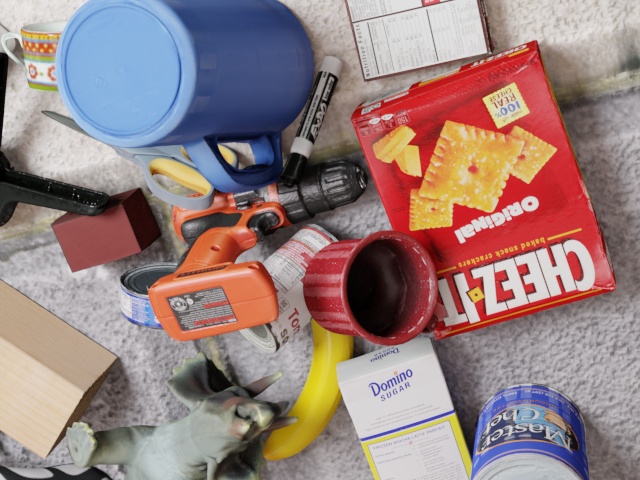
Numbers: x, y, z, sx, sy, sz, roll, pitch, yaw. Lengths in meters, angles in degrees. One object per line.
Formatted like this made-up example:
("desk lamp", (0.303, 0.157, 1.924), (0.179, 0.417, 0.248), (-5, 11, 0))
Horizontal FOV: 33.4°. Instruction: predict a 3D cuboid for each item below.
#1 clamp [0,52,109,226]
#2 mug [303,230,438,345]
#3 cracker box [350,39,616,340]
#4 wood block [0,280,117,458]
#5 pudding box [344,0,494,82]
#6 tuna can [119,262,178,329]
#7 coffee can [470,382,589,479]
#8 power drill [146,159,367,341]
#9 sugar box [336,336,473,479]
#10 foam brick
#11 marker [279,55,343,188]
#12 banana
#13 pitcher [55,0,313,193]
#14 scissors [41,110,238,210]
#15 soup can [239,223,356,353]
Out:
("clamp", (-0.304, -0.072, 0.973), (0.210, 0.036, 0.164), (-16, 111, 34))
("mug", (0.047, 0.045, 0.893), (0.117, 0.082, 0.093), (30, 74, -24))
("cracker box", (0.139, -0.039, 0.904), (0.164, 0.072, 0.213), (-18, 104, 17))
("wood block", (-0.317, 0.106, 1.037), (0.206, 0.090, 0.090), (33, 111, -1))
("pudding box", (0.081, -0.188, 0.886), (0.114, 0.039, 0.090), (-9, 106, 16))
("tuna can", (-0.142, 0.051, 0.985), (0.086, 0.086, 0.034), (7, 110, 9))
("coffee can", (0.184, 0.201, 0.936), (0.103, 0.140, 0.103), (4, 108, 10))
("power drill", (-0.056, 0.001, 0.899), (0.185, 0.187, 0.057), (-15, 117, 19))
("sugar box", (0.085, 0.181, 0.986), (0.093, 0.048, 0.176), (-17, 108, 5))
("foam brick", (-0.199, -0.010, 0.994), (0.078, 0.053, 0.051), (-16, 104, 16))
("marker", (-0.008, -0.100, 0.908), (0.020, 0.020, 0.121), (18, 75, 5))
("banana", (-0.007, 0.132, 1.012), (0.070, 0.037, 0.198), (24, 111, 33))
("pitcher", (-0.097, -0.124, 0.831), (0.149, 0.242, 0.145), (29, 106, 10))
("scissors", (-0.157, -0.088, 0.971), (0.202, 0.096, 0.016), (36, 138, 30))
("soup can", (-0.027, 0.042, 0.940), (0.102, 0.069, 0.068), (-41, 98, -24))
